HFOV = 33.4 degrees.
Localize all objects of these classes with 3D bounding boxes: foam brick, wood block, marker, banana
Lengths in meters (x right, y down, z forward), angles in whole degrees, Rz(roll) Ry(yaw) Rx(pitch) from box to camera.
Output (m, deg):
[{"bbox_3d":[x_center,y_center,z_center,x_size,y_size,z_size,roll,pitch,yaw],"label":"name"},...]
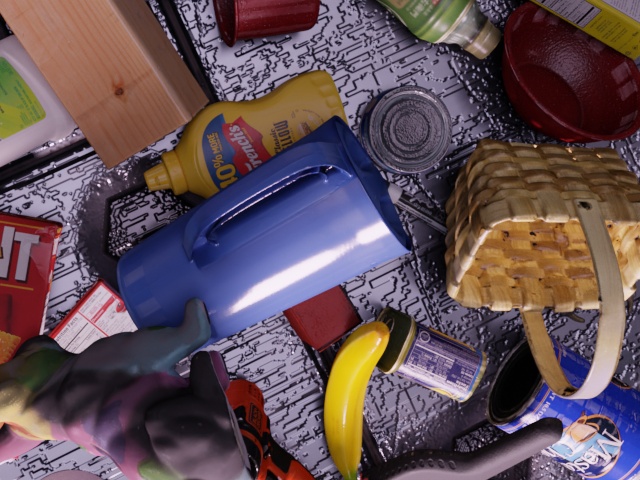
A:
[{"bbox_3d":[-0.002,0.065,0.997,0.053,0.078,0.051,-34,99,-10],"label":"foam brick"},{"bbox_3d":[-0.196,-0.177,0.918,0.091,0.090,0.206,-29,103,14],"label":"wood block"},{"bbox_3d":[0.091,-0.034,1.039,0.121,0.020,0.020,29,87,-11],"label":"marker"},{"bbox_3d":[0.033,0.145,0.996,0.037,0.070,0.198,-18,127,-33],"label":"banana"}]

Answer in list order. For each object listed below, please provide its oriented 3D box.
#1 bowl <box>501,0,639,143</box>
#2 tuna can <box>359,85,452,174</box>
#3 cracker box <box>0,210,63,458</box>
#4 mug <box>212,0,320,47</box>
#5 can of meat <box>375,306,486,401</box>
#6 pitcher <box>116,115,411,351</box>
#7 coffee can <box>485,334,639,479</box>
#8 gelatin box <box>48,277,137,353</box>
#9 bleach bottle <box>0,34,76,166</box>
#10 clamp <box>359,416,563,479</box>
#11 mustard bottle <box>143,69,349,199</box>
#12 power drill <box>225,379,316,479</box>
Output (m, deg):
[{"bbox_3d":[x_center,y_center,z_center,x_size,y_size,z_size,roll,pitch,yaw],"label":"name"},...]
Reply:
[{"bbox_3d":[0.230,-0.150,1.020,0.162,0.055,0.162,13,56,-21],"label":"bowl"},{"bbox_3d":[0.083,-0.106,1.025,0.086,0.034,0.086,-1,93,-11],"label":"tuna can"},{"bbox_3d":[-0.327,0.075,0.937,0.164,0.072,0.214,10,91,-12],"label":"cracker box"},{"bbox_3d":[-0.053,-0.236,0.971,0.081,0.093,0.117,-10,59,-15],"label":"mug"},{"bbox_3d":[0.098,0.108,1.007,0.084,0.102,0.057,25,88,-14],"label":"can of meat"},{"bbox_3d":[-0.056,0.001,0.924,0.243,0.145,0.149,-29,112,11],"label":"pitcher"},{"bbox_3d":[0.247,0.167,1.038,0.140,0.103,0.103,31,87,-11],"label":"coffee can"},{"bbox_3d":[-0.194,0.090,0.985,0.089,0.030,0.073,41,87,-10],"label":"gelatin box"},{"bbox_3d":[-0.334,-0.073,0.886,0.250,0.068,0.102,-38,98,-29],"label":"bleach bottle"},{"bbox_3d":[0.144,0.235,1.027,0.210,0.036,0.164,-13,134,17],"label":"clamp"},{"bbox_3d":[-0.069,-0.085,0.984,0.191,0.058,0.096,-20,105,-9],"label":"mustard bottle"},{"bbox_3d":[-0.034,0.230,0.957,0.057,0.184,0.187,-34,108,15],"label":"power drill"}]
